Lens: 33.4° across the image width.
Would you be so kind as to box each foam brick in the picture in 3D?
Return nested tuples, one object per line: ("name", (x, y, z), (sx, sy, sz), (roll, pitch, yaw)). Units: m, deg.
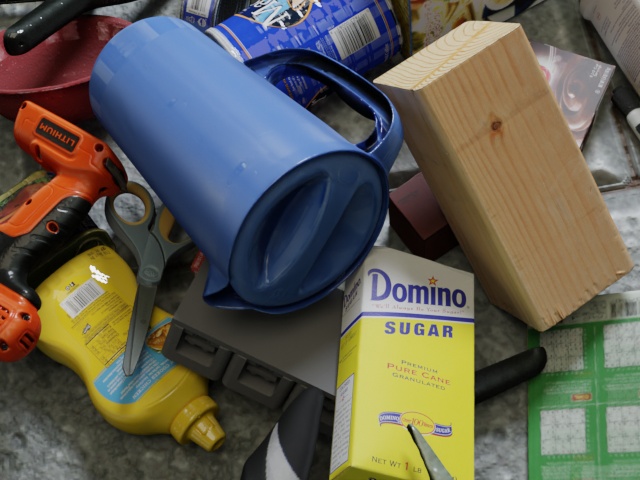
("foam brick", (0.100, -0.028, 0.868), (0.078, 0.051, 0.053), (-33, 65, -9))

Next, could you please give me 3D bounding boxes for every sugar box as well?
("sugar box", (0.061, 0.093, 0.756), (0.093, 0.048, 0.176), (16, 57, -16))

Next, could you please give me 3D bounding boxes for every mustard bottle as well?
("mustard bottle", (-0.144, 0.094, 0.837), (0.096, 0.058, 0.192), (-41, 67, -20))

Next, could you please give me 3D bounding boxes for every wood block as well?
("wood block", (0.136, -0.049, 0.788), (0.090, 0.090, 0.206), (-33, 110, -8))

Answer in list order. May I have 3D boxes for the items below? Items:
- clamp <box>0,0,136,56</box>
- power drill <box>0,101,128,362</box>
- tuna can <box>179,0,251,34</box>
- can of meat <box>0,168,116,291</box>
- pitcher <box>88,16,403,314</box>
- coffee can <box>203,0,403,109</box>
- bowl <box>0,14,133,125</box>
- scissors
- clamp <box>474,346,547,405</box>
("clamp", (-0.227, -0.239, 0.997), (0.209, 0.036, 0.165), (-29, 41, -24))
("power drill", (-0.257, -0.017, 0.843), (0.185, 0.057, 0.187), (28, 74, 19))
("tuna can", (-0.093, -0.213, 0.959), (0.034, 0.086, 0.086), (19, 69, 13))
("can of meat", (-0.238, 0.001, 0.894), (0.102, 0.057, 0.084), (-37, 64, -10))
("pitcher", (-0.063, -0.074, 0.785), (0.148, 0.145, 0.243), (-12, 42, -37))
("coffee can", (-0.015, -0.170, 0.920), (0.140, 0.103, 0.103), (-33, 66, -9))
("bowl", (-0.232, -0.143, 0.940), (0.162, 0.055, 0.162), (-4, 33, 3))
("scissors", (-0.151, 0.017, 0.849), (0.096, 0.016, 0.201), (25, 44, 1))
("clamp", (0.090, 0.120, 0.806), (0.120, 0.039, 0.171), (19, 69, 29))
